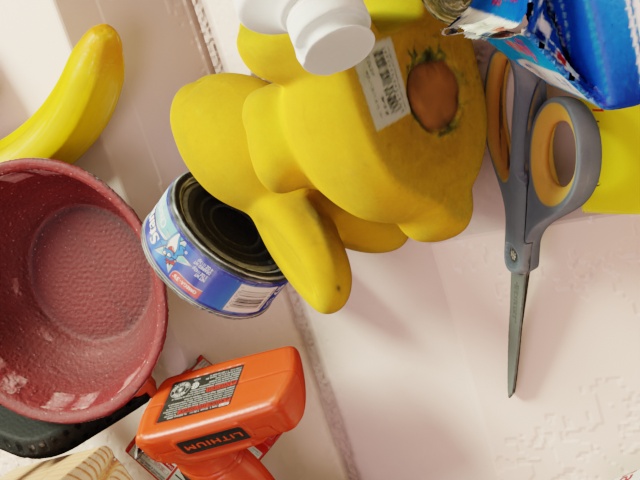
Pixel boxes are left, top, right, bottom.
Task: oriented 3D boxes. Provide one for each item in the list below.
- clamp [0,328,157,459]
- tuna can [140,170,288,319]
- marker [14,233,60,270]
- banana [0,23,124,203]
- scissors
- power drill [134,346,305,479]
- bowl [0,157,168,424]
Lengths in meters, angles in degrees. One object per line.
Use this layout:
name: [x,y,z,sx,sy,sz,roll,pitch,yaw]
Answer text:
clamp: [-0.211,0.109,0.696,0.210,0.164,0.036,-1,146,17]
tuna can: [-0.054,0.001,0.593,0.086,0.086,0.034,42,121,4]
marker: [-0.220,-0.018,0.703,0.121,0.020,0.020,33,121,9]
banana: [-0.176,-0.062,0.640,0.198,0.069,0.037,-27,62,25]
scissors: [0.110,0.004,0.529,0.016,0.096,0.202,-14,109,-17]
power drill: [-0.008,0.153,0.631,0.185,0.057,0.187,-17,117,20]
bowl: [-0.154,0.026,0.648,0.162,0.055,0.162,4,103,19]
